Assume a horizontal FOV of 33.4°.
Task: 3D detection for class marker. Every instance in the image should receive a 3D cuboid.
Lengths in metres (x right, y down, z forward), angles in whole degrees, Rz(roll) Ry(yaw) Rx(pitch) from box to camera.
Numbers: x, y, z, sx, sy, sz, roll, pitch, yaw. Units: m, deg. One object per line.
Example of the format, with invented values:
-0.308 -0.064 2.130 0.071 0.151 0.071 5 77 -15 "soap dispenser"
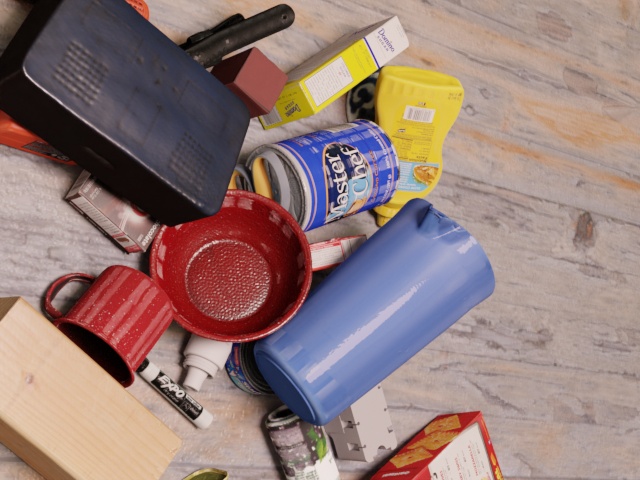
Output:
-0.153 0.145 1.060 0.121 0.020 0.020 47 58 -25 "marker"

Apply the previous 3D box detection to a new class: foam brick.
-0.082 -0.161 1.120 0.053 0.078 0.051 41 62 -27 "foam brick"

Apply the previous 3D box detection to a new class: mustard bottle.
0.095 -0.100 1.222 0.096 0.058 0.192 7 119 -10 "mustard bottle"

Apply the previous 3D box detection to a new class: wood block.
-0.235 0.150 0.949 0.206 0.090 0.090 48 59 -24 "wood block"

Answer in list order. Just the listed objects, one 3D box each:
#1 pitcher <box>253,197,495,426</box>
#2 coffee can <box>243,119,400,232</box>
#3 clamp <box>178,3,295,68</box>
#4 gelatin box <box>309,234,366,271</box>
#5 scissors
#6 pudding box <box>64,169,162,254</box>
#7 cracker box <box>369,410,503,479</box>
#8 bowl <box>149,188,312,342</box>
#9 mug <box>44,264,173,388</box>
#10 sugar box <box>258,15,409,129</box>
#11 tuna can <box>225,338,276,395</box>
0.054 0.082 1.105 0.242 0.145 0.149 -39 105 -19 "pitcher"
0.002 -0.068 1.159 0.140 0.103 0.103 -20 97 -39 "coffee can"
-0.108 -0.197 1.082 0.171 0.120 0.039 -39 107 -31 "clamp"
-0.003 0.016 1.163 0.089 0.073 0.030 -11 90 -38 "gelatin box"
-0.057 0.001 1.130 0.016 0.096 0.202 -24 117 -41 "scissors"
-0.184 -0.057 1.048 0.090 0.039 0.113 44 59 -26 "pudding box"
0.136 0.312 1.210 0.213 0.072 0.164 -28 102 -52 "cracker box"
-0.091 0.032 1.076 0.162 0.055 0.162 3 69 -7 "bowl"
-0.201 0.071 0.997 0.117 0.093 0.081 29 55 8 "mug"
0.013 -0.187 1.189 0.176 0.094 0.048 -37 108 -35 "sugar box"
-0.059 0.121 1.129 0.085 0.034 0.086 6 81 -38 "tuna can"
